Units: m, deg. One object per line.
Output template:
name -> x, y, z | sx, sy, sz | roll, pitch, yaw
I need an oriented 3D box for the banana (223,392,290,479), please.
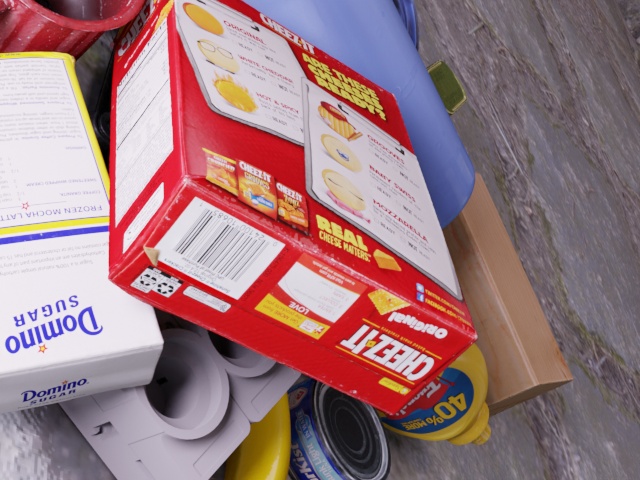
banana -> -0.051, 0.090, 0.633 | 0.069, 0.037, 0.198 | -2, 58, -29

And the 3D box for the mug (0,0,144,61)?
mug -> -0.156, -0.125, 0.555 | 0.093, 0.082, 0.117 | 48, 46, -11

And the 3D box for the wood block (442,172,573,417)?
wood block -> 0.127, 0.046, 0.935 | 0.090, 0.090, 0.206 | 8, 56, -59

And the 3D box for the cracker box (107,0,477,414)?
cracker box -> -0.023, -0.033, 0.540 | 0.164, 0.072, 0.214 | 28, 29, -28

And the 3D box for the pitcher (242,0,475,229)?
pitcher -> 0.016, -0.117, 0.740 | 0.242, 0.149, 0.145 | 55, 9, -30

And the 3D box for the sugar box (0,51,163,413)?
sugar box -> -0.142, -0.009, 0.495 | 0.093, 0.048, 0.176 | -8, 60, -25

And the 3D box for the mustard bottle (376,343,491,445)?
mustard bottle -> 0.063, 0.093, 0.762 | 0.191, 0.096, 0.058 | 43, 30, -32

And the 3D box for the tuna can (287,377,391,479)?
tuna can -> 0.009, 0.129, 0.698 | 0.086, 0.034, 0.086 | 42, 31, -33
